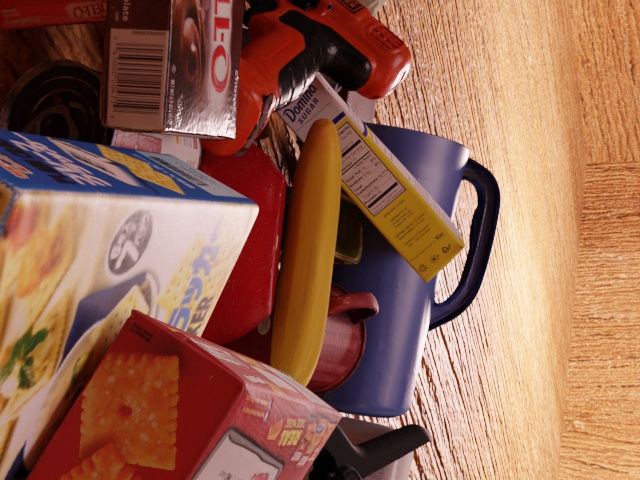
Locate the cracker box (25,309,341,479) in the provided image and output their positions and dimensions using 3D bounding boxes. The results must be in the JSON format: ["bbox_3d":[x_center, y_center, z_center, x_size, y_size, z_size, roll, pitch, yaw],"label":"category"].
[{"bbox_3d":[-0.090,0.148,0.504,0.213,0.072,0.164,-57,160,-3],"label":"cracker box"}]

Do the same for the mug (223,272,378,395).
[{"bbox_3d":[-0.012,0.065,0.806,0.081,0.117,0.093,23,49,-64],"label":"mug"}]

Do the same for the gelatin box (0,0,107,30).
[{"bbox_3d":[-0.117,-0.132,0.561,0.089,0.073,0.030,-47,134,-62],"label":"gelatin box"}]

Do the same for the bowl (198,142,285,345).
[{"bbox_3d":[-0.055,0.001,0.693,0.162,0.055,0.162,43,53,-90],"label":"bowl"}]

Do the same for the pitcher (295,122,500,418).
[{"bbox_3d":[0.053,0.025,0.919,0.144,0.149,0.243,12,87,-60],"label":"pitcher"}]

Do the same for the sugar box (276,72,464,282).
[{"bbox_3d":[0.033,-0.054,0.798,0.176,0.048,0.093,46,8,-9],"label":"sugar box"}]

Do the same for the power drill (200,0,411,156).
[{"bbox_3d":[-0.048,-0.141,0.687,0.187,0.184,0.057,-40,166,-48],"label":"power drill"}]

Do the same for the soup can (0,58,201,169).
[{"bbox_3d":[-0.115,-0.054,0.576,0.102,0.069,0.068,10,81,-71],"label":"soup can"}]

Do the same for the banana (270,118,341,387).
[{"bbox_3d":[-0.008,0.019,0.731,0.070,0.037,0.198,147,-49,-78],"label":"banana"}]

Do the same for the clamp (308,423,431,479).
[{"bbox_3d":[0.016,0.183,0.828,0.209,0.036,0.164,43,50,-34],"label":"clamp"}]

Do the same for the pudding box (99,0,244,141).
[{"bbox_3d":[-0.070,-0.108,0.527,0.090,0.039,0.113,-10,107,-72],"label":"pudding box"}]
